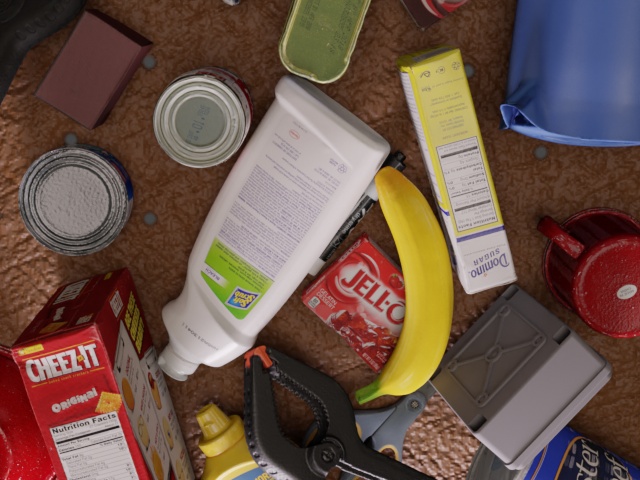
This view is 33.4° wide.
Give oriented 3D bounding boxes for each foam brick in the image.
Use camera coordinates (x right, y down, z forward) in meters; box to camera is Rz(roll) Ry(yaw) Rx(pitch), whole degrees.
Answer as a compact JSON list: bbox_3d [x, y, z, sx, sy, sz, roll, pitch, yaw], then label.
[{"bbox_3d":[-0.172,-0.131,0.811,0.051,0.053,0.078,33,100,-7],"label":"foam brick"}]

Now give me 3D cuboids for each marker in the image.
[{"bbox_3d":[0.026,-0.023,0.852,0.020,0.020,0.121,38,99,-8],"label":"marker"}]

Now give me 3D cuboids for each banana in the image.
[{"bbox_3d":[0.069,0.041,0.821,0.069,0.037,0.198,1,108,-10],"label":"banana"}]

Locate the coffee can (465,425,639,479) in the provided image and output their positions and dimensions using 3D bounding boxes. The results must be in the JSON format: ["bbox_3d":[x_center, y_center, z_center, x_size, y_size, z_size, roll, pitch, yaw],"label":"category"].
[{"bbox_3d":[0.201,0.208,0.860,0.140,0.103,0.103,31,100,-7],"label":"coffee can"}]

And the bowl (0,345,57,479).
[{"bbox_3d":[-0.291,0.166,0.874,0.162,0.055,0.162,0,102,0],"label":"bowl"}]

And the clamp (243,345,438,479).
[{"bbox_3d":[-0.004,0.181,0.843,0.164,0.036,0.210,-39,92,-28],"label":"clamp"}]

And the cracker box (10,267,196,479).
[{"bbox_3d":[-0.156,0.146,0.815,0.072,0.164,0.214,-16,102,1],"label":"cracker box"}]

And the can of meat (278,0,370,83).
[{"bbox_3d":[0.005,-0.168,0.787,0.057,0.084,0.102,18,102,-4],"label":"can of meat"}]

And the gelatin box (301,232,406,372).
[{"bbox_3d":[0.040,0.050,0.862,0.073,0.030,0.089,-44,100,8],"label":"gelatin box"}]

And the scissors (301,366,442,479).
[{"bbox_3d":[0.057,0.132,0.887,0.096,0.016,0.202,27,101,-6],"label":"scissors"}]

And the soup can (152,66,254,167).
[{"bbox_3d":[-0.085,-0.093,0.794,0.068,0.102,0.068,0,102,-1],"label":"soup can"}]

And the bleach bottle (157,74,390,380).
[{"bbox_3d":[-0.055,0.001,0.835,0.102,0.068,0.251,38,105,8],"label":"bleach bottle"}]

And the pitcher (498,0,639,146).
[{"bbox_3d":[0.213,-0.189,0.770,0.145,0.149,0.243,6,99,14],"label":"pitcher"}]

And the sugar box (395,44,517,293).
[{"bbox_3d":[0.103,-0.057,0.808,0.048,0.093,0.176,-18,103,4],"label":"sugar box"}]

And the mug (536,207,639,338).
[{"bbox_3d":[0.218,0.020,0.830,0.117,0.081,0.093,38,99,-8],"label":"mug"}]

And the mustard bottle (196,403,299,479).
[{"bbox_3d":[-0.044,0.216,0.884,0.096,0.058,0.191,-30,100,11],"label":"mustard bottle"}]

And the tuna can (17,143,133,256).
[{"bbox_3d":[-0.191,-0.033,0.841,0.086,0.034,0.086,0,102,0],"label":"tuna can"}]

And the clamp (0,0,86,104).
[{"bbox_3d":[-0.224,-0.157,0.787,0.171,0.039,0.120,-38,62,7],"label":"clamp"}]
